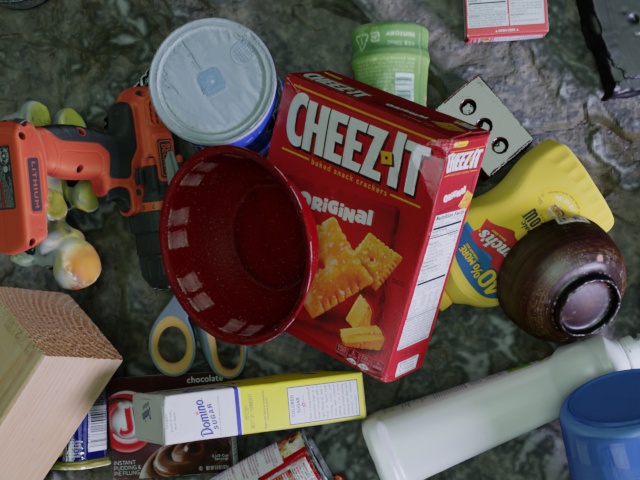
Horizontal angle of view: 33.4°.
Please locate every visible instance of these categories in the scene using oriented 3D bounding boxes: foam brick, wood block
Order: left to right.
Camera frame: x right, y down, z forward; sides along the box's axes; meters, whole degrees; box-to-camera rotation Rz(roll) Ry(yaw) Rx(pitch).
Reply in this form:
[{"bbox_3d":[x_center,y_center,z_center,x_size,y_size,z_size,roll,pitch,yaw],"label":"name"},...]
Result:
[{"bbox_3d":[-0.267,0.147,0.878,0.090,0.090,0.206,43,106,29],"label":"wood block"},{"bbox_3d":[0.143,-0.098,0.948,0.053,0.051,0.078,-40,87,1],"label":"foam brick"}]

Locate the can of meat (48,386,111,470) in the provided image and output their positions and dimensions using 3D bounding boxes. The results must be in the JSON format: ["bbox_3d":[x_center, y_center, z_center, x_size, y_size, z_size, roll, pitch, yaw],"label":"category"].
[{"bbox_3d":[-0.236,0.157,0.945,0.102,0.057,0.084,-4,84,30],"label":"can of meat"}]

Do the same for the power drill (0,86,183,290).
[{"bbox_3d":[-0.193,-0.037,0.908,0.057,0.187,0.184,-5,94,38],"label":"power drill"}]

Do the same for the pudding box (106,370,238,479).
[{"bbox_3d":[-0.133,0.165,0.959,0.113,0.039,0.090,-5,86,2],"label":"pudding box"}]

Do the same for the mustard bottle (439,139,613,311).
[{"bbox_3d":[0.155,0.002,0.938,0.191,0.058,0.096,-36,107,2],"label":"mustard bottle"}]

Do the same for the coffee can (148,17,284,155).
[{"bbox_3d":[-0.083,-0.124,0.917,0.103,0.140,0.103,0,88,3],"label":"coffee can"}]

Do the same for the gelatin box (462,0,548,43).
[{"bbox_3d":[0.165,-0.226,0.963,0.073,0.030,0.089,-3,87,4],"label":"gelatin box"}]

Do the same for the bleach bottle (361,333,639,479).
[{"bbox_3d":[0.162,0.138,0.912,0.251,0.102,0.068,-22,86,2],"label":"bleach bottle"}]

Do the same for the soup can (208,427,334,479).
[{"bbox_3d":[-0.043,0.214,0.912,0.102,0.068,0.068,-29,87,0],"label":"soup can"}]

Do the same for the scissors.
[{"bbox_3d":[-0.128,0.032,0.925,0.096,0.016,0.202,-23,95,12],"label":"scissors"}]

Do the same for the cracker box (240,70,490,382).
[{"bbox_3d":[0.027,-0.013,0.880,0.164,0.071,0.214,25,113,29],"label":"cracker box"}]

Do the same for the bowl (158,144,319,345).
[{"bbox_3d":[-0.056,0.001,0.864,0.162,0.055,0.162,7,102,36],"label":"bowl"}]

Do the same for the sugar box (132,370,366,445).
[{"bbox_3d":[-0.061,0.138,0.897,0.176,0.093,0.048,-1,84,-24],"label":"sugar box"}]
